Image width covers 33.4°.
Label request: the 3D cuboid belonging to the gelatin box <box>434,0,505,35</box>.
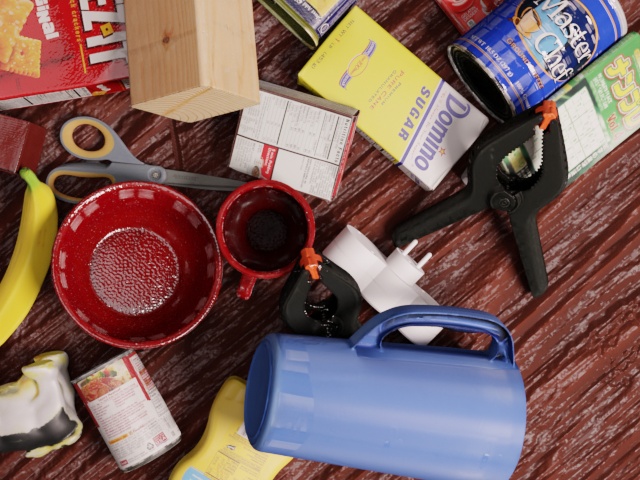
[{"bbox_3d":[0.158,-0.260,1.072,0.089,0.030,0.073,-39,91,-3],"label":"gelatin box"}]

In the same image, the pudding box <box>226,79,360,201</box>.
[{"bbox_3d":[-0.027,-0.098,1.037,0.113,0.039,0.090,18,109,5],"label":"pudding box"}]

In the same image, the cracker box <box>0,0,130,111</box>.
[{"bbox_3d":[-0.280,-0.216,1.031,0.213,0.072,0.164,-10,91,-3],"label":"cracker box"}]

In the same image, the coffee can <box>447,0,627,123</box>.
[{"bbox_3d":[0.209,-0.193,1.037,0.140,0.103,0.103,-39,91,-2],"label":"coffee can"}]

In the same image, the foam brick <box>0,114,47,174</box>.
[{"bbox_3d":[-0.302,-0.093,1.026,0.053,0.078,0.051,16,90,-2],"label":"foam brick"}]

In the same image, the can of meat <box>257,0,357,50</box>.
[{"bbox_3d":[-0.014,-0.254,1.051,0.102,0.057,0.084,43,86,-1],"label":"can of meat"}]

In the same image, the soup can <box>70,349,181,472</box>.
[{"bbox_3d":[-0.187,0.164,1.034,0.068,0.068,0.102,-29,91,-3],"label":"soup can"}]

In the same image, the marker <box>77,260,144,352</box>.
[{"bbox_3d":[-0.212,0.062,1.058,0.020,0.020,0.121,-40,91,-2],"label":"marker"}]

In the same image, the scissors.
[{"bbox_3d":[-0.174,-0.083,1.063,0.201,0.016,0.096,-8,90,-3],"label":"scissors"}]

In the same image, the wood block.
[{"bbox_3d":[-0.124,-0.226,1.001,0.091,0.090,0.206,-10,80,32],"label":"wood block"}]

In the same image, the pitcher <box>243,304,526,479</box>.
[{"bbox_3d":[0.060,0.144,0.987,0.242,0.145,0.149,10,63,-15],"label":"pitcher"}]

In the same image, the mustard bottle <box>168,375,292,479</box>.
[{"bbox_3d":[-0.095,0.236,1.042,0.096,0.058,0.191,31,88,-8],"label":"mustard bottle"}]

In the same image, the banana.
[{"bbox_3d":[-0.294,0.025,1.034,0.037,0.069,0.198,22,98,37],"label":"banana"}]

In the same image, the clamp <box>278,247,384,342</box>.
[{"bbox_3d":[0.014,0.079,1.024,0.120,0.039,0.171,-12,131,-13],"label":"clamp"}]

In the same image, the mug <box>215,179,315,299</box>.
[{"bbox_3d":[-0.057,0.001,1.034,0.093,0.081,0.117,16,89,-2],"label":"mug"}]

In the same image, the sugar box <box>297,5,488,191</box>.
[{"bbox_3d":[0.072,-0.139,1.059,0.176,0.048,0.093,39,89,0],"label":"sugar box"}]

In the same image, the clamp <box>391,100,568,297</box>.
[{"bbox_3d":[0.184,-0.038,1.020,0.164,0.036,0.210,25,127,-7],"label":"clamp"}]

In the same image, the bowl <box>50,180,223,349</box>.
[{"bbox_3d":[-0.178,0.026,1.032,0.162,0.055,0.162,2,80,-14],"label":"bowl"}]
